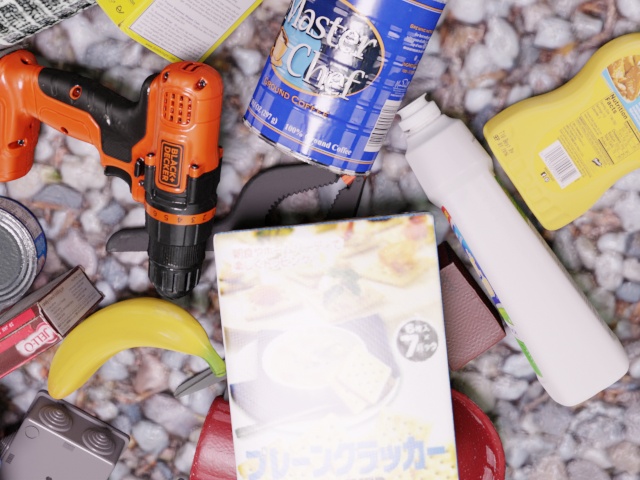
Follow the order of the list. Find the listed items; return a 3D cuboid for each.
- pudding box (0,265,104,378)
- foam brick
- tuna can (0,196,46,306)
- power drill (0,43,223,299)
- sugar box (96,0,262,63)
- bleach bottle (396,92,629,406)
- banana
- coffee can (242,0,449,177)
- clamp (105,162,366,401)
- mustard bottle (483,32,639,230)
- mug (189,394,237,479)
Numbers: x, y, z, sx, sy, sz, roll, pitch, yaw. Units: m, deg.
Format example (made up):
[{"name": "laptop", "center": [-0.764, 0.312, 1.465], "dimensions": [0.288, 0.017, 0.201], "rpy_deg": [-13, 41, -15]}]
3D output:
[{"name": "pudding box", "center": [-0.226, 0.068, 0.824], "dimensions": [0.090, 0.113, 0.039], "rpy_deg": [-30, 101, 11]}, {"name": "foam brick", "center": [0.102, 0.051, 0.838], "dimensions": [0.053, 0.051, 0.078], "rpy_deg": [-34, 104, 11]}, {"name": "tuna can", "center": [-0.263, 0.008, 0.848], "dimensions": [0.086, 0.033, 0.086], "rpy_deg": [1, 108, 2]}, {"name": "power drill", "center": [-0.163, -0.057, 0.787], "dimensions": [0.188, 0.057, 0.184], "rpy_deg": [15, 116, 11]}, {"name": "sugar box", "center": [-0.064, -0.204, 0.742], "dimensions": [0.176, 0.093, 0.048], "rpy_deg": [-45, 63, 12]}, {"name": "bleach bottle", "center": [0.136, 0.000, 0.806], "dimensions": [0.068, 0.102, 0.251], "rpy_deg": [-33, 96, 6]}, {"name": "banana", "center": [-0.156, 0.082, 0.834], "dimensions": [0.198, 0.037, 0.069], "rpy_deg": [-13, 81, 38]}, {"name": "coffee can", "center": [0.017, -0.130, 0.756], "dimensions": [0.102, 0.103, 0.140], "rpy_deg": [23, 107, -5]}, {"name": "clamp", "center": [-0.055, 0.001, 0.833], "dimensions": [0.164, 0.036, 0.210], "rpy_deg": [44, 100, 0]}, {"name": "mustard bottle", "center": [0.223, -0.096, 0.782], "dimensions": [0.192, 0.058, 0.096], "rpy_deg": [-33, 105, 12]}, {"name": "mug", "center": [-0.060, 0.183, 0.859], "dimensions": [0.081, 0.117, 0.093], "rpy_deg": [15, 149, 2]}]
